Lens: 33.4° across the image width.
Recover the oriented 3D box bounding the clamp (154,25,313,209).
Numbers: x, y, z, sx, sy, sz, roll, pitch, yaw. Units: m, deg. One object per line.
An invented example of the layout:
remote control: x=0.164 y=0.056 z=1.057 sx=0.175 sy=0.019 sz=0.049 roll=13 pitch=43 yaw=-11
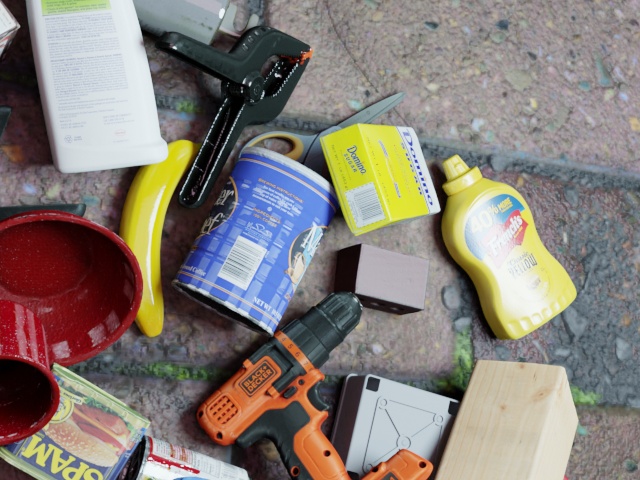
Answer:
clamp: x=-0.075 y=-0.131 z=0.988 sx=0.209 sy=0.036 sz=0.164 roll=-34 pitch=132 yaw=-49

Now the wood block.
wood block: x=0.166 y=0.219 z=0.984 sx=0.206 sy=0.090 sz=0.091 roll=-63 pitch=143 yaw=-37

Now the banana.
banana: x=-0.148 y=-0.014 z=0.969 sx=0.069 sy=0.037 sz=0.197 roll=21 pitch=74 yaw=-18

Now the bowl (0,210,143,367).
bowl: x=-0.232 y=0.031 z=0.891 sx=0.162 sy=0.055 sz=0.162 roll=-10 pitch=128 yaw=-13

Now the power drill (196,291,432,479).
power drill: x=0.010 y=0.159 z=0.952 sx=0.184 sy=0.057 sz=0.188 roll=-42 pitch=70 yaw=-8

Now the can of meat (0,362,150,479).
can of meat: x=-0.206 y=0.163 z=0.896 sx=0.102 sy=0.057 sz=0.084 roll=34 pitch=81 yaw=-14

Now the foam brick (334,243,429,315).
foam brick: x=0.059 y=0.038 z=1.038 sx=0.078 sy=0.053 sz=0.051 roll=14 pitch=76 yaw=-20

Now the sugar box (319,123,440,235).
sugar box: x=0.061 y=-0.060 z=1.001 sx=0.176 sy=0.048 sz=0.093 roll=-15 pitch=87 yaw=-67

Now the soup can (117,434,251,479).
soup can: x=-0.119 y=0.216 z=0.926 sx=0.102 sy=0.069 sz=0.068 roll=23 pitch=73 yaw=-18

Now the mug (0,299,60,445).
mug: x=-0.261 y=0.092 z=0.836 sx=0.093 sy=0.081 sz=0.117 roll=-27 pitch=128 yaw=1

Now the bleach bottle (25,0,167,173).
bleach bottle: x=-0.195 y=-0.188 z=0.906 sx=0.102 sy=0.068 sz=0.251 roll=-7 pitch=102 yaw=-9

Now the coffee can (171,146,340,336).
coffee can: x=-0.056 y=0.001 z=0.960 sx=0.102 sy=0.103 sz=0.140 roll=30 pitch=79 yaw=-16

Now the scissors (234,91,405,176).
scissors: x=0.012 y=-0.083 z=1.059 sx=0.201 sy=0.016 sz=0.096 roll=-16 pitch=89 yaw=-24

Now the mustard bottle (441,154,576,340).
mustard bottle: x=0.178 y=-0.001 z=1.091 sx=0.096 sy=0.058 sz=0.191 roll=-31 pitch=94 yaw=-19
